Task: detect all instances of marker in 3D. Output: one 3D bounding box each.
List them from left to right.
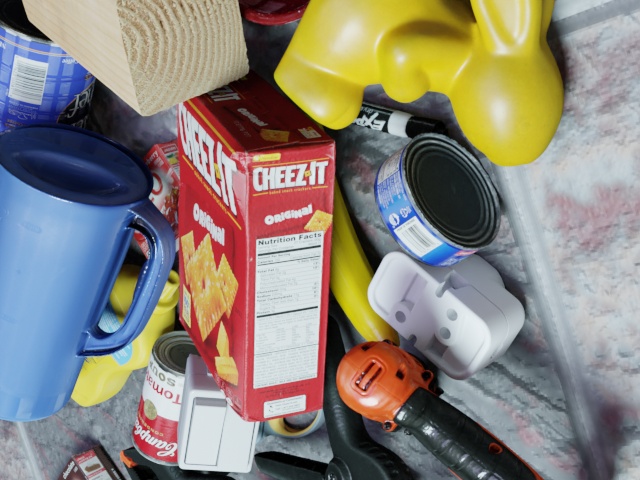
[{"bbox_3d":[0.038,-0.088,0.762,0.121,0.020,0.020,19,117,34],"label":"marker"}]

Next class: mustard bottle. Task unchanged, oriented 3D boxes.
[{"bbox_3d":[-0.185,0.076,0.983,0.192,0.058,0.096,-38,73,42],"label":"mustard bottle"}]

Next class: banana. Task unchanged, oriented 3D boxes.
[{"bbox_3d":[0.009,-0.010,0.789,0.070,0.037,0.198,176,74,-80],"label":"banana"}]

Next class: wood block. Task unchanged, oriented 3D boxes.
[{"bbox_3d":[-0.149,-0.182,0.793,0.206,0.090,0.090,39,146,43],"label":"wood block"}]

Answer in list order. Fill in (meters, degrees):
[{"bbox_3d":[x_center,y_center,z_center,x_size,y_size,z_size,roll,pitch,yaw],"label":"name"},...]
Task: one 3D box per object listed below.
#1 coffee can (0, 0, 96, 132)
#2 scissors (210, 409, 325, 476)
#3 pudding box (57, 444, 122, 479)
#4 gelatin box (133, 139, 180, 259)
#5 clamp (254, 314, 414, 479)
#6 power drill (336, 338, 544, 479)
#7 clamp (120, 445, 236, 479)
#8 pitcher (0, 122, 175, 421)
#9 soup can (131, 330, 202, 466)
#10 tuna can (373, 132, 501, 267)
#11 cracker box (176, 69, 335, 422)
[{"bbox_3d":[-0.251,-0.135,0.936,0.103,0.102,0.140,37,126,25],"label":"coffee can"},{"bbox_3d":[-0.066,0.153,0.937,0.202,0.016,0.096,-33,81,42],"label":"scissors"},{"bbox_3d":[-0.239,0.280,1.113,0.090,0.039,0.114,50,130,16],"label":"pudding box"},{"bbox_3d":[-0.136,-0.032,0.923,0.089,0.030,0.073,-40,78,41],"label":"gelatin box"},{"bbox_3d":[0.023,0.166,0.799,0.210,0.036,0.165,43,127,45],"label":"clamp"},{"bbox_3d":[0.100,0.139,0.704,0.188,0.184,0.057,36,90,19],"label":"power drill"},{"bbox_3d":[-0.129,0.248,0.997,0.172,0.039,0.120,20,111,48],"label":"clamp"},{"bbox_3d":[-0.227,0.036,0.903,0.149,0.144,0.243,56,132,49],"label":"pitcher"},{"bbox_3d":[-0.126,0.140,0.949,0.069,0.068,0.102,34,123,27],"label":"soup can"},{"bbox_3d":[0.077,-0.026,0.706,0.034,0.085,0.086,-35,81,43],"label":"tuna can"},{"bbox_3d":[-0.055,0.001,0.789,0.164,0.072,0.214,-133,39,-55],"label":"cracker box"}]
